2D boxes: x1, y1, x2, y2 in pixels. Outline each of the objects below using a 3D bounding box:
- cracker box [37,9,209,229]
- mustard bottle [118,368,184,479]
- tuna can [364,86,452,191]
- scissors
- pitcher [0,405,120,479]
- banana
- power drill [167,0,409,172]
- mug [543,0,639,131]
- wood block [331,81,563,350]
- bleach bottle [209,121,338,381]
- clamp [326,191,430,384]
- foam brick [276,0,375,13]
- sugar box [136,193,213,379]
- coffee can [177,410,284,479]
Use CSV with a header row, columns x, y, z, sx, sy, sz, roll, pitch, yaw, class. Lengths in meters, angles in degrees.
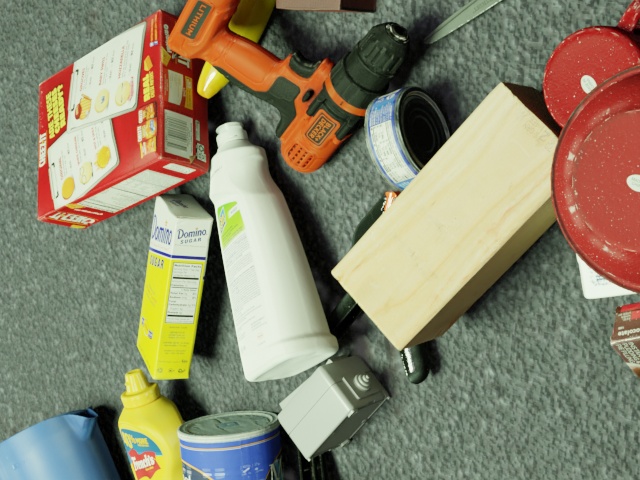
x,y,z,sx,sy,sz,roll,pitch,yaw,class
-0.208,-0.120,1.115,0.214,0.072,0.164,-20,65,40,cracker box
-0.171,0.228,1.139,0.096,0.058,0.191,-3,106,52,mustard bottle
0.076,-0.086,0.900,0.034,0.085,0.086,-17,85,38,tuna can
0.171,-0.198,0.852,0.202,0.016,0.096,-47,67,33,scissors
-0.284,0.326,1.226,0.243,0.144,0.149,63,159,10,pitcher
-0.071,-0.225,1.012,0.037,0.069,0.198,41,132,21,banana
-0.031,-0.166,0.942,0.187,0.057,0.185,39,133,-2,power drill
0.221,-0.125,0.779,0.093,0.081,0.117,36,117,30,mug
0.118,-0.018,0.850,0.090,0.090,0.206,49,114,17,wood block
-0.057,0.001,1.019,0.103,0.067,0.251,-36,63,52,bleach bottle
0.050,0.037,0.970,0.120,0.039,0.171,7,98,33,clamp
0.005,-0.232,0.960,0.078,0.051,0.053,13,105,38,foam brick
-0.154,0.046,1.110,0.093,0.048,0.176,-140,54,-63,sugar box
-0.085,0.251,1.067,0.103,0.102,0.140,-3,95,39,coffee can
